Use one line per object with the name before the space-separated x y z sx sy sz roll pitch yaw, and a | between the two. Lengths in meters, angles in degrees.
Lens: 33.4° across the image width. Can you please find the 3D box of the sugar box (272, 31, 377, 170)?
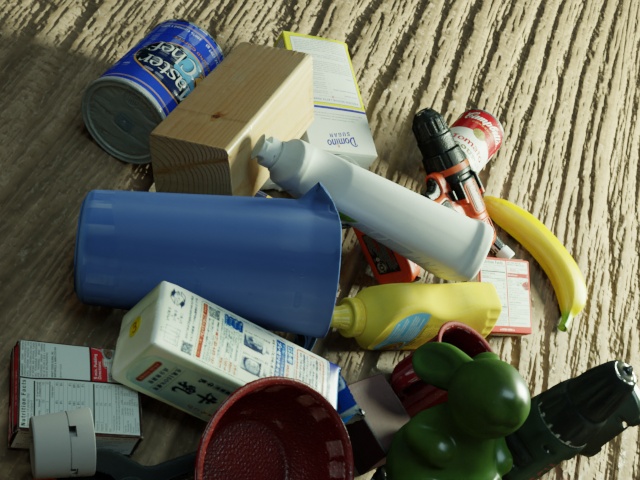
sugar box | 0.002 -0.165 1.278 0.093 0.048 0.176 5 59 -28

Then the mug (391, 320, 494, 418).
mug | 0.119 0.142 1.086 0.117 0.082 0.093 0 58 -47

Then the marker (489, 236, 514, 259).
marker | 0.191 -0.020 1.318 0.121 0.020 0.020 46 45 10

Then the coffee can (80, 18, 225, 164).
coffee can | -0.177 -0.162 1.150 0.103 0.103 0.140 35 44 -2

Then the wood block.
wood block | -0.088 -0.120 1.128 0.091 0.090 0.205 14 40 19

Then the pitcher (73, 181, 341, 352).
pitcher | -0.105 0.027 1.008 0.242 0.145 0.149 5 61 -7

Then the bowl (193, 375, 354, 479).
bowl | -0.050 0.197 0.905 0.161 0.055 0.162 8 77 -36

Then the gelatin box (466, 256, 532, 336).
gelatin box | 0.205 0.064 1.231 0.073 0.030 0.089 5 77 -28

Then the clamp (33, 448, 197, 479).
clamp | -0.155 0.227 0.896 0.171 0.039 0.120 5 48 -20

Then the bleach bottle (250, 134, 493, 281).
bleach bottle | 0.047 -0.039 1.083 0.250 0.103 0.068 27 82 -20

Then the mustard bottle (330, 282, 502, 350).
mustard bottle | 0.090 0.080 1.121 0.191 0.096 0.058 1 58 -30

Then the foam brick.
foam brick | 0.050 0.180 1.049 0.051 0.053 0.078 -17 66 -39

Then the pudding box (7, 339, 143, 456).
pudding box | -0.214 0.138 0.932 0.113 0.039 0.090 8 51 -24

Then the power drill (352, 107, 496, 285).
power drill | 0.116 -0.045 1.229 0.187 0.057 0.184 -32 100 -40

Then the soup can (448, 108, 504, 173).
soup can | 0.182 -0.116 1.356 0.068 0.069 0.102 41 46 4

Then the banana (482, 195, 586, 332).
banana | 0.275 0.018 1.326 0.069 0.037 0.198 -12 63 -39
